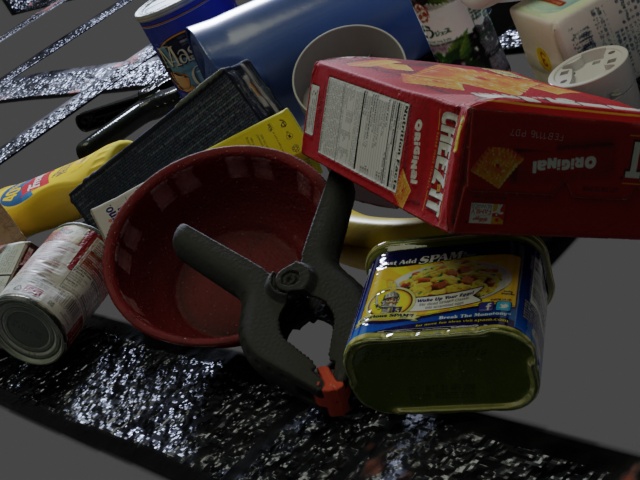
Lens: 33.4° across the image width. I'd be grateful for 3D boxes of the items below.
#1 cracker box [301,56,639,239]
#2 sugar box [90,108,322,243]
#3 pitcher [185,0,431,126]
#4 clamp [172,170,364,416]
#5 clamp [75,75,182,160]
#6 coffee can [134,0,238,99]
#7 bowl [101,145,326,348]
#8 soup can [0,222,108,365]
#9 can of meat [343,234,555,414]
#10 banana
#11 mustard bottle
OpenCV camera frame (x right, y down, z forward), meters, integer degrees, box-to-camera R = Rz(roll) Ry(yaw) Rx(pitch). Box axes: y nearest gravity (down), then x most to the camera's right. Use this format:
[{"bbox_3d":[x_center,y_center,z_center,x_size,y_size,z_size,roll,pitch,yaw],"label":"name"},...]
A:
[{"bbox_3d":[0.103,-0.059,0.624,0.164,0.072,0.214,1,14,-21],"label":"cracker box"},{"bbox_3d":[-0.088,-0.040,0.862,0.176,0.048,0.093,-30,-11,2],"label":"sugar box"},{"bbox_3d":[0.001,-0.192,1.022,0.242,0.145,0.149,-27,59,-7],"label":"pitcher"},{"bbox_3d":[-0.026,0.032,0.635,0.120,0.039,0.171,-18,45,7],"label":"clamp"},{"bbox_3d":[-0.208,-0.166,1.288,0.210,0.036,0.165,-30,25,-9],"label":"clamp"},{"bbox_3d":[-0.120,-0.203,1.141,0.103,0.140,0.103,-23,25,11],"label":"coffee can"},{"bbox_3d":[-0.061,0.014,0.714,0.162,0.055,0.162,-6,53,7],"label":"bowl"},{"bbox_3d":[-0.208,0.041,0.845,0.069,0.068,0.102,-14,28,28],"label":"soup can"},{"bbox_3d":[0.067,0.043,0.555,0.102,0.057,0.084,-6,32,19],"label":"can of meat"},{"bbox_3d":[0.041,-0.004,0.717,0.069,0.037,0.198,-23,19,-36],"label":"banana"},{"bbox_3d":[-0.274,-0.041,1.087,0.192,0.058,0.096,-19,22,20],"label":"mustard bottle"}]
